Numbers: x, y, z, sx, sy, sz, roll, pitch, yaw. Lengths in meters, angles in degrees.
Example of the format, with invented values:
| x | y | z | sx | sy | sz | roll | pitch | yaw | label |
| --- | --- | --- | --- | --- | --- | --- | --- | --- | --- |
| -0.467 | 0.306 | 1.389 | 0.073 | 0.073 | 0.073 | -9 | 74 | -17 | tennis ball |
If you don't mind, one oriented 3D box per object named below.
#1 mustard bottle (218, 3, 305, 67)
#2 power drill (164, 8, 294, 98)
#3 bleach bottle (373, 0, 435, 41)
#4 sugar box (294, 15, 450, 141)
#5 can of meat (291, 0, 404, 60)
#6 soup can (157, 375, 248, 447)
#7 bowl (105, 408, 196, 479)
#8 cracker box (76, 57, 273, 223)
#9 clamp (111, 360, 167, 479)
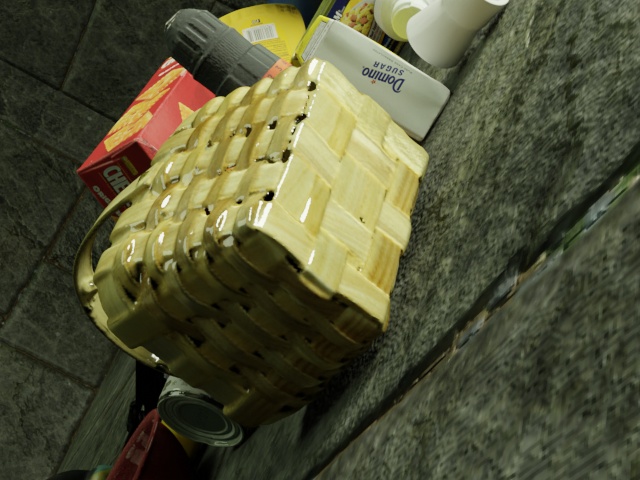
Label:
| x | y | z | sx | sy | sz | roll | pitch | yaw | label |
| --- | --- | --- | --- | --- | --- | --- | --- | --- | --- |
| -0.044 | -0.140 | 1.049 | 0.058 | 0.096 | 0.191 | 92 | 164 | -64 | mustard bottle |
| -0.026 | -0.093 | 0.776 | 0.057 | 0.184 | 0.187 | -50 | 1 | 5 | power drill |
| 0.090 | -0.250 | 0.939 | 0.103 | 0.068 | 0.250 | -59 | 11 | 35 | bleach bottle |
| 0.033 | -0.121 | 0.768 | 0.048 | 0.093 | 0.176 | -59 | 10 | 7 | sugar box |
| 0.034 | -0.198 | 1.016 | 0.102 | 0.084 | 0.057 | -59 | 9 | 12 | can of meat |
| -0.069 | 0.089 | 0.769 | 0.069 | 0.068 | 0.102 | -50 | 15 | 51 | soup can |
| -0.140 | 0.212 | 0.812 | 0.162 | 0.055 | 0.162 | -58 | 12 | 18 | bowl |
| -0.092 | -0.057 | 0.890 | 0.072 | 0.164 | 0.213 | -23 | 24 | 27 | cracker box |
| -0.163 | 0.175 | 0.997 | 0.210 | 0.036 | 0.164 | 99 | 178 | -63 | clamp |
